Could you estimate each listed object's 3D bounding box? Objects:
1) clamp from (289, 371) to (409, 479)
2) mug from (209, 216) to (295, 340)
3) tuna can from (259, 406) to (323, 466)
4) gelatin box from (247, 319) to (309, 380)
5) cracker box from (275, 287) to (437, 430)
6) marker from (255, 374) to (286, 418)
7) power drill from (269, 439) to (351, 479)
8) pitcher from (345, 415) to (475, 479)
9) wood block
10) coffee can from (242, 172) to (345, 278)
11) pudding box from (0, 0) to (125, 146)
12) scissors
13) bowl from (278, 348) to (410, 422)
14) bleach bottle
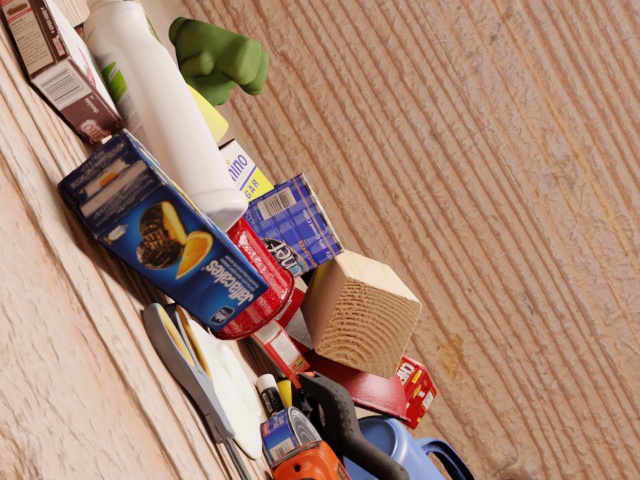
[{"bbox_3d":[0.022,0.192,1.011,0.039,0.120,0.171,5,54,-47],"label":"clamp"},{"bbox_3d":[-0.083,0.023,0.969,0.081,0.093,0.117,55,16,-30],"label":"mug"},{"bbox_3d":[-0.019,0.193,0.962,0.086,0.034,0.086,55,7,-12],"label":"tuna can"},{"bbox_3d":[-0.058,0.100,1.135,0.089,0.030,0.073,40,-14,45],"label":"gelatin box"},{"bbox_3d":[0.043,0.154,1.401,0.214,0.072,0.164,30,-9,19],"label":"cracker box"},{"bbox_3d":[-0.035,0.184,1.041,0.121,0.020,0.020,63,3,35],"label":"marker"},{"bbox_3d":[0.021,0.261,0.847,0.184,0.057,0.188,61,2,-24],"label":"power drill"},{"bbox_3d":[0.104,0.306,1.234,0.242,0.145,0.149,57,8,-32],"label":"pitcher"},{"bbox_3d":[0.041,0.075,1.207,0.090,0.091,0.206,20,7,-9],"label":"wood block"},{"bbox_3d":[-0.058,0.001,1.189,0.103,0.140,0.103,61,2,-4],"label":"coffee can"},{"bbox_3d":[-0.206,-0.140,0.854,0.090,0.039,0.113,61,-1,26],"label":"pudding box"},{"bbox_3d":[-0.080,0.123,0.762,0.202,0.016,0.096,62,4,29],"label":"scissors"},{"bbox_3d":[0.035,0.161,1.239,0.162,0.162,0.055,91,16,-80],"label":"bowl"},{"bbox_3d":[-0.146,-0.116,0.912,0.103,0.067,0.251,-41,-114,49],"label":"bleach bottle"}]
